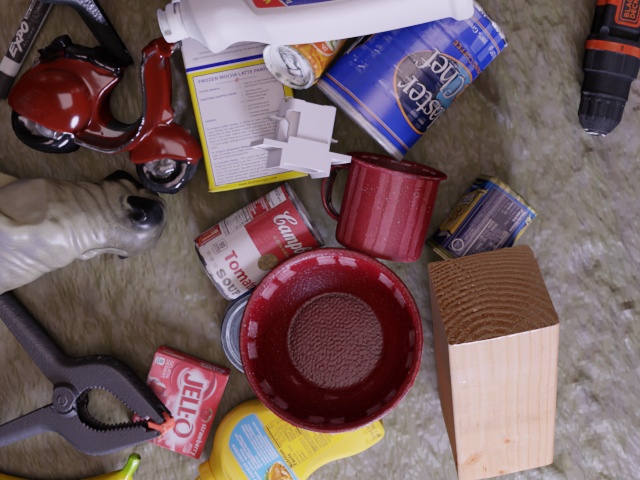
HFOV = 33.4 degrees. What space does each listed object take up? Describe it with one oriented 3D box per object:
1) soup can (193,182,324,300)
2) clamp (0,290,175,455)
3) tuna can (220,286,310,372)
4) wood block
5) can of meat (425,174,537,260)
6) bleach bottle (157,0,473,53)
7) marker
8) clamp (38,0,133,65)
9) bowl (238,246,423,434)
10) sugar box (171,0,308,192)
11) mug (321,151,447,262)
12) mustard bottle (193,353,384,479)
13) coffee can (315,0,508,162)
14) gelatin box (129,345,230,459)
[{"bbox_3d":[-0.056,0.001,0.975,0.102,0.068,0.068,-31,97,3],"label":"soup can"},{"bbox_3d":[-0.241,0.153,0.996,0.210,0.036,0.164,21,100,9],"label":"clamp"},{"bbox_3d":[-0.051,0.085,1.003,0.086,0.034,0.086,0,98,-1],"label":"tuna can"},{"bbox_3d":[0.150,0.111,0.927,0.090,0.091,0.206,-11,136,0],"label":"wood block"},{"bbox_3d":[0.144,-0.011,0.960,0.057,0.102,0.084,37,94,-5],"label":"can of meat"},{"bbox_3d":[-0.009,-0.201,0.869,0.251,0.068,0.102,-14,74,8],"label":"bleach bottle"},{"bbox_3d":[-0.271,-0.181,0.972,0.020,0.020,0.121,28,96,-4],"label":"marker"},{"bbox_3d":[-0.199,-0.238,0.919,0.171,0.039,0.120,32,102,-35],"label":"clamp"},{"bbox_3d":[0.011,0.089,0.948,0.162,0.055,0.162,-1,83,6],"label":"bowl"},{"bbox_3d":[-0.072,-0.137,0.967,0.093,0.048,0.176,-11,95,-3],"label":"sugar box"},{"bbox_3d":[0.050,-0.033,0.968,0.117,0.093,0.081,19,104,28],"label":"mug"},{"bbox_3d":[-0.042,0.190,1.006,0.191,0.058,0.096,-32,96,3],"label":"mustard bottle"},{"bbox_3d":[0.079,-0.154,0.938,0.103,0.103,0.140,42,95,-6],"label":"coffee can"},{"bbox_3d":[-0.134,0.153,1.013,0.073,0.030,0.089,20,97,-3],"label":"gelatin box"}]
